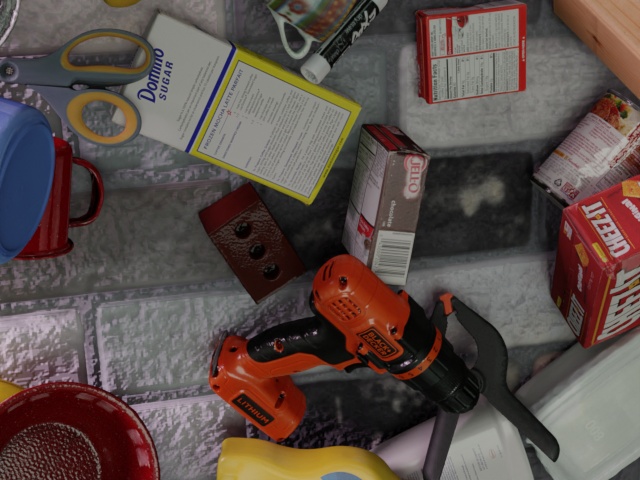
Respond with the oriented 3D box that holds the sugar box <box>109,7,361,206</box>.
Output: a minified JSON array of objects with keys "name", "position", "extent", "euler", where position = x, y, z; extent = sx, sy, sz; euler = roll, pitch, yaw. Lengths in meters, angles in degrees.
[{"name":"sugar box","position":[-0.067,-0.104,0.842],"extent":[0.176,0.048,0.093],"euler":[24,102,-16]}]

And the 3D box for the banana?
[{"name":"banana","position":[-0.270,0.149,0.886],"extent":[0.197,0.037,0.069],"euler":[17,89,-24]}]

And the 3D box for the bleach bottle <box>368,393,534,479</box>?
[{"name":"bleach bottle","position":[0.065,0.228,0.988],"extent":[0.251,0.068,0.102],"euler":[-21,108,-2]}]

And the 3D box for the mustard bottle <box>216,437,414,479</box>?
[{"name":"mustard bottle","position":[0.007,0.223,0.925],"extent":[0.191,0.058,0.096],"euler":[4,112,1]}]

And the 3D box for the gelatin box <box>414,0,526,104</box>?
[{"name":"gelatin box","position":[0.123,-0.155,0.876],"extent":[0.089,0.030,0.073],"euler":[-9,113,-10]}]

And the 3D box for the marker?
[{"name":"marker","position":[0.028,-0.170,0.832],"extent":[0.020,0.020,0.121],"euler":[47,72,-23]}]

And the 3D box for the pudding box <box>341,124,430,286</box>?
[{"name":"pudding box","position":[0.051,-0.031,0.872],"extent":[0.039,0.090,0.113],"euler":[6,109,-14]}]

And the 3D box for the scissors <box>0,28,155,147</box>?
[{"name":"scissors","position":[-0.218,-0.108,0.794],"extent":[0.202,0.016,0.096],"euler":[-9,103,4]}]

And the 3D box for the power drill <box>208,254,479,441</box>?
[{"name":"power drill","position":[0.015,0.105,0.886],"extent":[0.188,0.057,0.184],"euler":[-29,120,32]}]

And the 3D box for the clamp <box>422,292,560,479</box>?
[{"name":"clamp","position":[0.124,0.135,0.941],"extent":[0.120,0.039,0.171],"euler":[-23,78,-1]}]

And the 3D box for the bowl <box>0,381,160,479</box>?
[{"name":"bowl","position":[-0.213,0.193,0.856],"extent":[0.161,0.055,0.162],"euler":[2,86,-26]}]

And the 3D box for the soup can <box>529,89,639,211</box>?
[{"name":"soup can","position":[0.238,-0.069,0.914],"extent":[0.068,0.068,0.102],"euler":[38,98,-23]}]

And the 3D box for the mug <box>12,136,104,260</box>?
[{"name":"mug","position":[-0.220,-0.037,0.810],"extent":[0.117,0.093,0.081],"euler":[-1,106,-31]}]

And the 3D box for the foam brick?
[{"name":"foam brick","position":[-0.056,0.001,0.879],"extent":[0.053,0.051,0.078],"euler":[-34,114,0]}]
